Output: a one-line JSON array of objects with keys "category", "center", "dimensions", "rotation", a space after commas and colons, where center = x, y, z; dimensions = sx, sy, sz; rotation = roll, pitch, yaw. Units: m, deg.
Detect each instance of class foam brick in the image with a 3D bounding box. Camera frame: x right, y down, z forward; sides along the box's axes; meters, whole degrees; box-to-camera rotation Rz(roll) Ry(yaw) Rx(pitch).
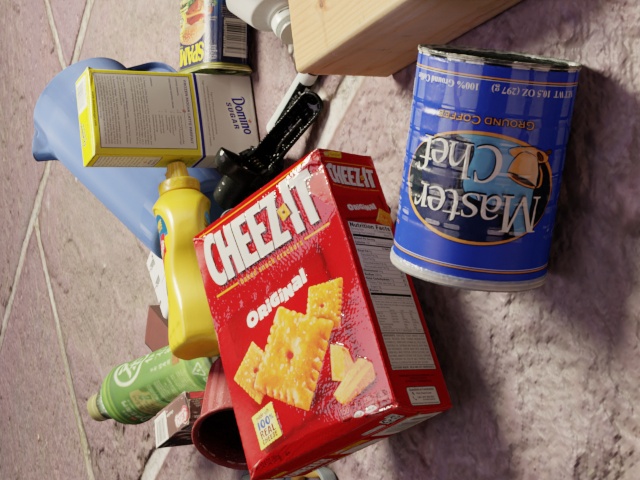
[{"category": "foam brick", "center": [-0.167, 0.112, 1.250], "dimensions": [0.078, 0.052, 0.051], "rotation": [36, 122, 55]}]

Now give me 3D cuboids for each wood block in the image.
[{"category": "wood block", "center": [0.062, -0.192, 0.765], "dimensions": [0.206, 0.090, 0.091], "rotation": [-19, 76, 61]}]

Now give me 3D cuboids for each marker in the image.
[{"category": "marker", "center": [-0.021, -0.139, 0.996], "dimensions": [0.121, 0.020, 0.020], "rotation": [-53, 47, 50]}]

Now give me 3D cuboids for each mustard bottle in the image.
[{"category": "mustard bottle", "center": [-0.128, 0.014, 1.036], "dimensions": [0.096, 0.058, 0.191], "rotation": [103, 158, -72]}]

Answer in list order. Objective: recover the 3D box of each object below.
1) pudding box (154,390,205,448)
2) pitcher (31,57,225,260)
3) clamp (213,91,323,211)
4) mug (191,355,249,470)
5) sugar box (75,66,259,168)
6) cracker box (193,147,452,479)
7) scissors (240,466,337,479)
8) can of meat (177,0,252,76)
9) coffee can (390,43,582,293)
[{"category": "pudding box", "center": [-0.117, 0.185, 1.120], "dimensions": [0.114, 0.089, 0.039], "rotation": [-40, 55, 57]}, {"category": "pitcher", "center": [-0.195, -0.094, 1.185], "dimensions": [0.243, 0.144, 0.149], "rotation": [44, 119, 30]}, {"category": "clamp", "center": [-0.054, -0.077, 1.009], "dimensions": [0.039, 0.120, 0.172], "rotation": [55, 163, 8]}, {"category": "mug", "center": [-0.069, 0.167, 1.027], "dimensions": [0.081, 0.093, 0.117], "rotation": [-85, -18, -49]}, {"category": "sugar box", "center": [-0.152, -0.121, 1.077], "dimensions": [0.048, 0.175, 0.093], "rotation": [-28, 66, 57]}, {"category": "cracker box", "center": [-0.008, 0.060, 0.834], "dimensions": [0.164, 0.071, 0.214], "rotation": [-33, 64, 37]}, {"category": "scissors", "center": [-0.036, 0.209, 1.050], "dimensions": [0.202, 0.016, 0.096], "rotation": [3, 92, 62]}, {"category": "can of meat", "center": [-0.112, -0.215, 1.124], "dimensions": [0.102, 0.057, 0.084], "rotation": [3, 92, 62]}, {"category": "coffee can", "center": [0.104, -0.049, 0.681], "dimensions": [0.103, 0.102, 0.140], "rotation": [30, 118, 58]}]
